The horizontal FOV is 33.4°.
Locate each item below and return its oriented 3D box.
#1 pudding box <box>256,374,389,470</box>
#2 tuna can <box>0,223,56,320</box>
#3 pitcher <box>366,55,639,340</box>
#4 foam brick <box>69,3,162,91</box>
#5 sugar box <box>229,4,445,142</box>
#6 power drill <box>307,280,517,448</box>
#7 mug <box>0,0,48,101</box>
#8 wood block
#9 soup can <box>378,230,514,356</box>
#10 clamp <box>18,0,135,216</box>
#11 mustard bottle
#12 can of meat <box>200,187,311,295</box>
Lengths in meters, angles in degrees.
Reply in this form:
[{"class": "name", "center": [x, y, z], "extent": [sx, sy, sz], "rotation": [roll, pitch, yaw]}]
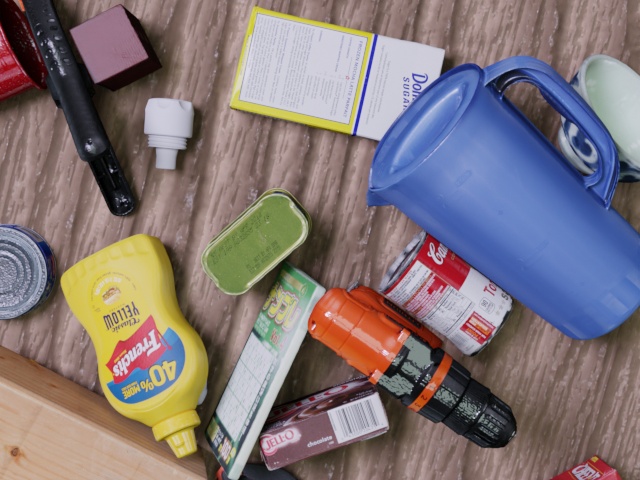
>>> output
[{"class": "pudding box", "center": [0.001, 0.159, 0.944], "extent": [0.113, 0.090, 0.039], "rotation": [-17, 95, -1]}, {"class": "tuna can", "center": [-0.284, 0.028, 0.961], "extent": [0.086, 0.034, 0.086], "rotation": [0, 93, -1]}, {"class": "pitcher", "center": [0.172, -0.031, 0.892], "extent": [0.242, 0.149, 0.145], "rotation": [38, 72, -17]}, {"class": "foam brick", "center": [-0.177, -0.167, 0.930], "extent": [0.051, 0.078, 0.053], "rotation": [-26, 93, 2]}, {"class": "sugar box", "center": [0.014, -0.143, 0.951], "extent": [0.176, 0.048, 0.093], "rotation": [13, 93, -5]}, {"class": "power drill", "center": [0.073, 0.098, 0.893], "extent": [0.184, 0.187, 0.057], "rotation": [36, 90, -1]}, {"class": "mug", "center": [-0.297, -0.168, 0.929], "extent": [0.081, 0.093, 0.117], "rotation": [-22, 62, 5]}, {"class": "wood block", "center": [-0.211, 0.186, 0.925], "extent": [0.206, 0.090, 0.091], "rotation": [30, 93, -14]}, {"class": "soup can", "center": [0.112, 0.048, 0.950], "extent": [0.102, 0.068, 0.068], "rotation": [37, 92, -3]}, {"class": "clamp", "center": [-0.212, -0.125, 0.923], "extent": [0.036, 0.164, 0.210], "rotation": [-22, 70, -9]}, {"class": "mustard bottle", "center": [-0.151, 0.098, 0.931], "extent": [0.096, 0.058, 0.192], "rotation": [-26, 78, 10]}, {"class": "can of meat", "center": [-0.056, 0.001, 0.937], "extent": [0.102, 0.084, 0.057], "rotation": [-41, 93, 1]}]
